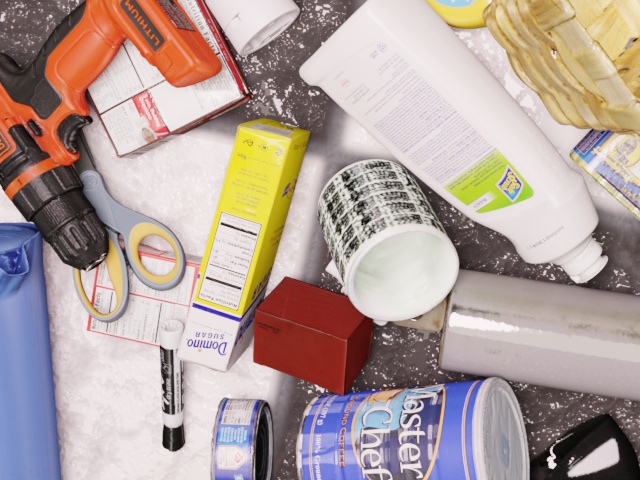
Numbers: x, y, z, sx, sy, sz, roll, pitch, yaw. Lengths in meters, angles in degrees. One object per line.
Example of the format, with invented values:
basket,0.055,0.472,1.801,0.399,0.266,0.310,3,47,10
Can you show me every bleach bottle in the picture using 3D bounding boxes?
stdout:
bleach bottle,0.105,-0.065,0.763,0.251,0.068,0.103,46,139,-6

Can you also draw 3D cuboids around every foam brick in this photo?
foam brick,-0.005,0.070,0.795,0.078,0.051,0.053,18,125,20

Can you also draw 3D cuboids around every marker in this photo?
marker,-0.116,0.116,0.834,0.020,0.020,0.121,8,120,7

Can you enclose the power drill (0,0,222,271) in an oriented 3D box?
power drill,-0.164,-0.094,0.767,0.188,0.057,0.184,-36,88,17

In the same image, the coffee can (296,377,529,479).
coffee can,0.068,0.156,0.770,0.140,0.102,0.103,-10,97,26

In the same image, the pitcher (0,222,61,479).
pitcher,-0.275,0.110,0.831,0.145,0.149,0.243,-6,101,-6

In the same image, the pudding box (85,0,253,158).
pudding box,-0.120,-0.124,0.807,0.113,0.039,0.090,-25,92,10

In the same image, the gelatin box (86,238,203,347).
gelatin box,-0.134,0.043,0.839,0.089,0.030,0.073,12,102,7

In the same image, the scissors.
scissors,-0.156,-0.039,0.818,0.096,0.016,0.202,-6,81,3

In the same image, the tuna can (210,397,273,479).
tuna can,-0.059,0.164,0.817,0.034,0.086,0.086,1,99,7

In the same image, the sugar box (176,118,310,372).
sugar box,-0.055,0.001,0.788,0.048,0.093,0.176,15,101,6
